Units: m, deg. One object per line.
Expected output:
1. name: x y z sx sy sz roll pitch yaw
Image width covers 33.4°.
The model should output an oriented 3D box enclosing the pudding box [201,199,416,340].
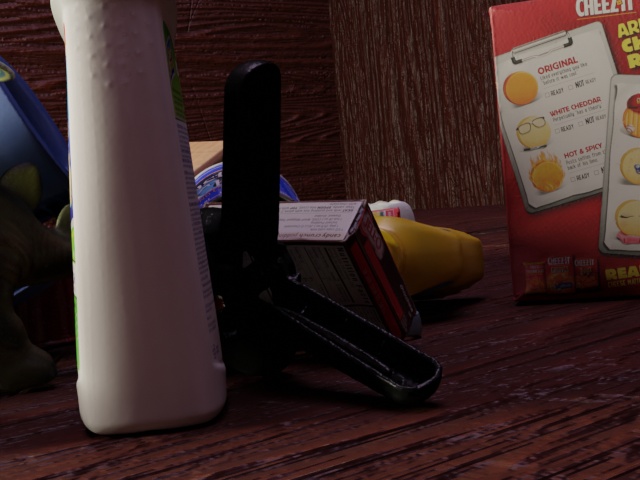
1. pudding box: -0.011 0.020 0.618 0.114 0.090 0.039 -1 43 30

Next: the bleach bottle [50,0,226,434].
1. bleach bottle: -0.087 -0.045 0.489 0.068 0.251 0.102 -5 3 -7

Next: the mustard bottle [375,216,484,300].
1. mustard bottle: 0.056 0.015 0.761 0.096 0.058 0.191 -4 -3 17

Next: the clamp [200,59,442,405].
1. clamp: -0.034 0.009 0.533 0.036 0.164 0.210 -26 4 -29

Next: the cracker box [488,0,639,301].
1. cracker box: 0.214 -0.068 0.766 0.164 0.214 0.072 -4 3 16

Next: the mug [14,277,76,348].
1. mug: -0.223 0.037 0.787 0.093 0.081 0.117 -5 3 4
